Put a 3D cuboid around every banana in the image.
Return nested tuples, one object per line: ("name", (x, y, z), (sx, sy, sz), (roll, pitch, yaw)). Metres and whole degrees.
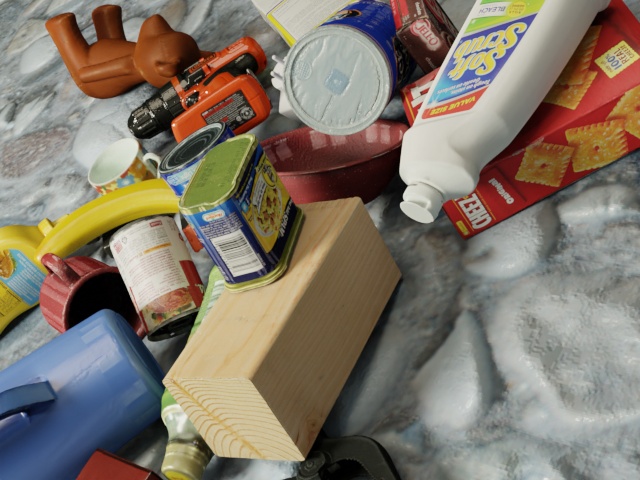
("banana", (-0.211, -0.027, 1.133), (0.198, 0.037, 0.069), (-16, 40, 3))

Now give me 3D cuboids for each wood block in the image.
("wood block", (-0.024, 0.067, 0.856), (0.090, 0.090, 0.205), (-6, 37, 36))

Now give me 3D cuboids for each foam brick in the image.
("foam brick", (-0.161, 0.213, 0.877), (0.078, 0.053, 0.051), (8, 56, 44))

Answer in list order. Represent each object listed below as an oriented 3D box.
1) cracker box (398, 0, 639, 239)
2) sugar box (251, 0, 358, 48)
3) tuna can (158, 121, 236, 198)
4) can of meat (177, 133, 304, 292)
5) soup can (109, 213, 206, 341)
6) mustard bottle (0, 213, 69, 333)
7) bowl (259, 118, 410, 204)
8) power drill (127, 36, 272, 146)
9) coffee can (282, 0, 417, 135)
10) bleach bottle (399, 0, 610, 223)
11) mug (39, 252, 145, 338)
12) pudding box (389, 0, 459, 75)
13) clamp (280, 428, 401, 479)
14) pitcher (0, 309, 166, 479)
("cracker box", (0.186, -0.120, 0.924), (0.214, 0.072, 0.164), (-28, 39, 14))
("sugar box", (-0.011, -0.269, 1.254), (0.093, 0.048, 0.176), (-36, 34, 2))
("tuna can", (-0.120, -0.082, 1.073), (0.086, 0.033, 0.086), (-29, 24, 14))
("can of meat", (-0.062, -0.024, 0.850), (0.058, 0.084, 0.102), (-15, 33, 24))
("soup can", (-0.149, 0.035, 0.998), (0.068, 0.068, 0.102), (-28, 75, 12))
("mustard bottle", (-0.342, 0.039, 1.160), (0.191, 0.096, 0.058), (-41, 38, -4))
("bowl", (0.008, -0.065, 0.993), (0.162, 0.055, 0.162), (-9, 20, 3))
("power drill", (-0.134, -0.153, 1.193), (0.184, 0.057, 0.188), (-34, 26, 3))
("coffee can", (0.033, -0.170, 1.030), (0.103, 0.103, 0.140), (-18, 16, 23))
("bleach bottle", (0.139, -0.122, 0.859), (0.103, 0.068, 0.250), (10, 63, 45))
("mug", (-0.232, 0.055, 1.046), (0.093, 0.117, 0.082), (-51, 35, -15))
("pudding box", (0.109, -0.192, 1.024), (0.039, 0.113, 0.090), (-26, 39, 19))
("clamp", (0.001, 0.170, 0.807), (0.172, 0.039, 0.120), (-2, 53, 37))
("pitcher", (-0.255, 0.165, 0.924), (0.242, 0.145, 0.149), (-35, 24, -5))
